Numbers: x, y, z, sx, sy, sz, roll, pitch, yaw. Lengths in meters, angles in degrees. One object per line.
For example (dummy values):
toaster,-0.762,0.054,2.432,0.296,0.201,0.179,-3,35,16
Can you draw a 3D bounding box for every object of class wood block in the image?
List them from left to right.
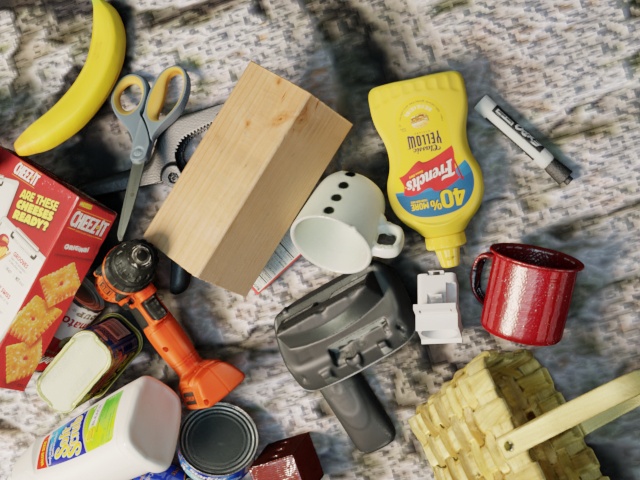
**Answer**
wood block,-0.072,-0.060,1.064,0.090,0.090,0.206,34,94,35

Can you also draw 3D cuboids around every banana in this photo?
banana,-0.254,-0.170,1.131,0.069,0.037,0.198,23,85,-2

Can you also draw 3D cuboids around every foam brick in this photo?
foam brick,-0.035,0.244,1.128,0.053,0.078,0.051,-19,94,13

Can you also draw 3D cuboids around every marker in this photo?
marker,0.204,-0.099,1.065,0.121,0.020,0.020,43,103,4

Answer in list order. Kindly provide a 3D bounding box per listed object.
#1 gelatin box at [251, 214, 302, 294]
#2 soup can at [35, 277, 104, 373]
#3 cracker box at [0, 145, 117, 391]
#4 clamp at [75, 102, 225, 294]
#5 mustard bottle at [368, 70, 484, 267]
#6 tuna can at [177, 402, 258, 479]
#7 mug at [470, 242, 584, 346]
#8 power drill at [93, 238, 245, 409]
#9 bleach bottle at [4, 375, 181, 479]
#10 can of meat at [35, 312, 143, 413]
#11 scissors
gelatin box,-0.058,0.001,1.128,0.089,0.030,0.073,-43,88,13
soup can,-0.294,0.087,1.169,0.068,0.068,0.102,46,103,4
cracker box,-0.330,0.026,1.125,0.164,0.072,0.214,29,91,33
clamp,-0.161,-0.069,1.138,0.164,0.036,0.210,35,103,6
mustard bottle,0.112,-0.067,1.069,0.096,0.058,0.191,-11,95,10
tuna can,-0.110,0.218,1.138,0.086,0.086,0.034,22,144,9
mug,0.196,0.050,1.057,0.117,0.093,0.081,21,108,40
power drill,-0.157,0.084,1.096,0.057,0.185,0.187,-37,93,-20
bleach bottle,-0.258,0.234,1.147,0.251,0.102,0.068,-30,125,32
can of meat,-0.251,0.134,1.157,0.057,0.084,0.102,42,103,5
scissors,-0.200,-0.099,1.111,0.096,0.016,0.201,16,72,25
